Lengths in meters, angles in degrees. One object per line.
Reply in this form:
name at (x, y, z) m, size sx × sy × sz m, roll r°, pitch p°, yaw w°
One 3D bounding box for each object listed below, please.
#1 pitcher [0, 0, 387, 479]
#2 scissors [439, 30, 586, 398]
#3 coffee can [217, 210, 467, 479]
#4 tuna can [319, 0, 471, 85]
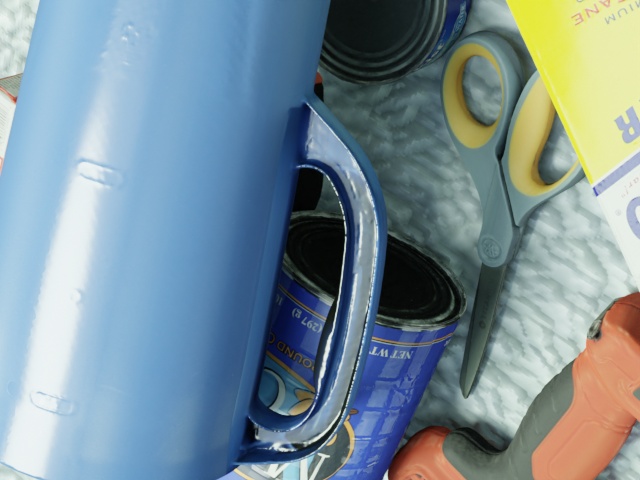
pitcher at (-0.059, -0.026, 0.442) m, size 0.145 × 0.149 × 0.243 m, roll 36°, pitch 116°, yaw 53°
scissors at (0.077, -0.016, 0.526) m, size 0.096 × 0.016 × 0.202 m, roll 46°, pitch 137°, yaw 25°
coffee can at (0.001, 0.070, 0.545) m, size 0.103 × 0.102 × 0.140 m, roll 31°, pitch 116°, yaw 20°
tuna can at (0.028, -0.119, 0.507) m, size 0.086 × 0.033 × 0.086 m, roll 13°, pitch 115°, yaw 29°
